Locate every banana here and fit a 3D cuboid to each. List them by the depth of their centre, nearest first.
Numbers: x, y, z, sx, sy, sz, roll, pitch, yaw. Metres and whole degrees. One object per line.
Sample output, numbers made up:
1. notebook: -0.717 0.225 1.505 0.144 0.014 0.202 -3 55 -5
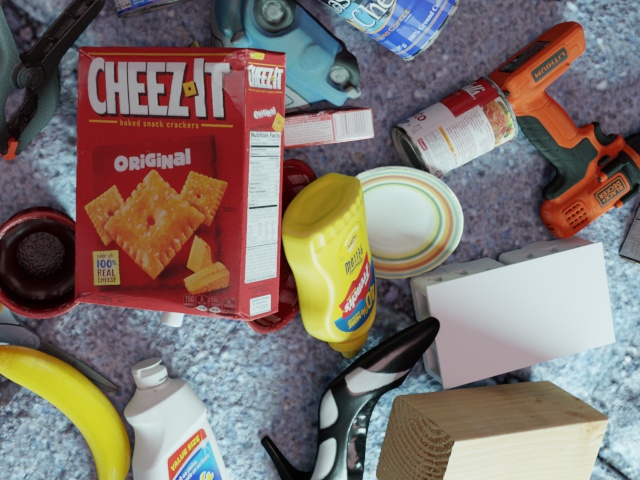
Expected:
1. banana: -0.228 0.162 0.986 0.069 0.037 0.197 -34 113 -13

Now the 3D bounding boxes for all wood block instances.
1. wood block: 0.167 0.199 1.033 0.205 0.090 0.091 0 111 -35

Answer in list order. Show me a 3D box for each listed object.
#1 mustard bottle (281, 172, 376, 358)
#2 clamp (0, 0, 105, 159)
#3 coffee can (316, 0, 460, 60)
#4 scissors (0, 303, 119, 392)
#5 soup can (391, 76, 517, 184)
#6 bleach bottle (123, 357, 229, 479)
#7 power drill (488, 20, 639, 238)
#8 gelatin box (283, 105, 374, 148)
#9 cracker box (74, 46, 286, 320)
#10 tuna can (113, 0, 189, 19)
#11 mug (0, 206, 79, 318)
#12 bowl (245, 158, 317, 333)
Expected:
1. mustard bottle: 0.015 0.038 1.002 0.096 0.058 0.191 -52 144 -40
2. clamp: -0.247 -0.153 0.919 0.120 0.039 0.172 -8 129 -32
3. coffee can: 0.048 -0.243 0.962 0.140 0.103 0.103 30 91 -17
4. scissors: -0.288 0.100 0.981 0.096 0.016 0.201 -40 109 -1
5. soup can: 0.128 -0.104 1.024 0.102 0.068 0.068 -30 105 -7
6. bleach bottle: -0.136 0.235 1.010 0.102 0.068 0.251 -24 104 -37
7. power drill: 0.267 -0.120 1.061 0.184 0.057 0.187 -37 106 -6
8. gelatin box: -0.003 -0.106 0.988 0.089 0.073 0.030 -8 100 -12
9. cracker box: -0.117 -0.049 0.868 0.164 0.072 0.214 5 97 25
10. tuna can: -0.139 -0.220 0.928 0.086 0.086 0.034 -18 102 -11
11. mug: -0.258 0.013 0.939 0.117 0.081 0.093 6 98 -15
12. bowl: -0.056 0.001 0.975 0.055 0.161 0.162 12 98 26
